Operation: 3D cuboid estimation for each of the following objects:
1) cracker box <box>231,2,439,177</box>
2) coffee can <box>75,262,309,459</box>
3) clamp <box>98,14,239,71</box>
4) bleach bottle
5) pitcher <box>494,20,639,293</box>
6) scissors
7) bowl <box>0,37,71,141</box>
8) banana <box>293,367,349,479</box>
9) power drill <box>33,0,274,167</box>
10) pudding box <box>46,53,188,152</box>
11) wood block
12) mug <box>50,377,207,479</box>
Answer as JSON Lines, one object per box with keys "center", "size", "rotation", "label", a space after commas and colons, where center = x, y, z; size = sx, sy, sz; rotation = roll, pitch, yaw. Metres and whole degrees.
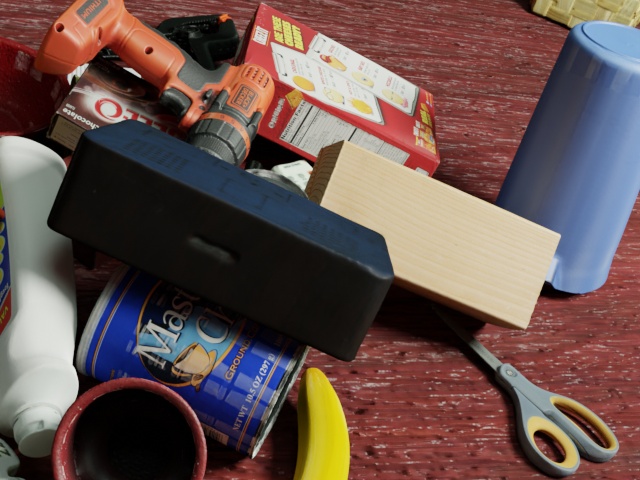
{"center": [0.012, -0.138, 1.085], "size": [0.213, 0.072, 0.164], "rotation": [25, 30, -12], "label": "cracker box"}
{"center": [-0.088, 0.080, 0.768], "size": [0.140, 0.103, 0.102], "rotation": [26, 37, 5], "label": "coffee can"}
{"center": [-0.157, -0.212, 1.147], "size": [0.164, 0.036, 0.209], "rotation": [15, 27, 10], "label": "clamp"}
{"center": [-0.211, 0.040, 0.758], "size": [0.068, 0.103, 0.251], "rotation": [26, 27, -40], "label": "bleach bottle"}
{"center": [0.253, -0.085, 1.030], "size": [0.144, 0.243, 0.149], "rotation": [-6, 37, -30], "label": "pitcher"}
{"center": [0.156, 0.129, 0.902], "size": [0.202, 0.016, 0.096], "rotation": [34, 38, 16], "label": "scissors"}
{"center": [-0.307, -0.121, 0.952], "size": [0.162, 0.055, 0.162], "rotation": [14, 37, -11], "label": "bowl"}
{"center": [-0.012, 0.164, 0.743], "size": [0.069, 0.037, 0.197], "rotation": [49, 31, -10], "label": "banana"}
{"center": [-0.138, -0.125, 0.890], "size": [0.187, 0.057, 0.184], "rotation": [33, 38, -9], "label": "power drill"}
{"center": [-0.165, -0.099, 0.919], "size": [0.113, 0.039, 0.090], "rotation": [27, 44, -8], "label": "pudding box"}
{"center": [0.087, -0.002, 0.923], "size": [0.206, 0.091, 0.090], "rotation": [22, -5, -12], "label": "wood block"}
{"center": [-0.126, 0.142, 0.679], "size": [0.093, 0.081, 0.117], "rotation": [45, 83, 2], "label": "mug"}
